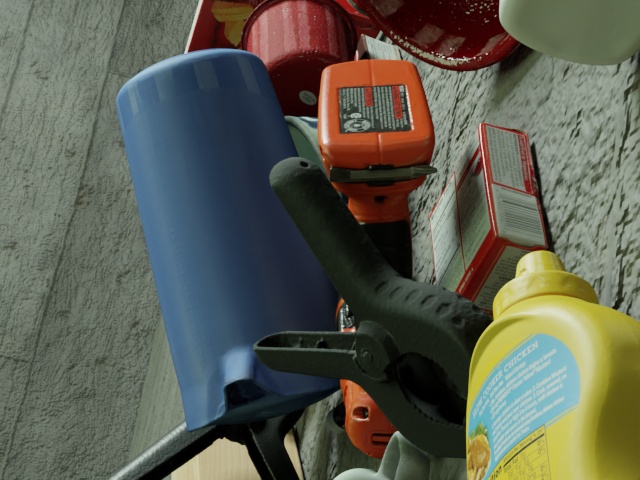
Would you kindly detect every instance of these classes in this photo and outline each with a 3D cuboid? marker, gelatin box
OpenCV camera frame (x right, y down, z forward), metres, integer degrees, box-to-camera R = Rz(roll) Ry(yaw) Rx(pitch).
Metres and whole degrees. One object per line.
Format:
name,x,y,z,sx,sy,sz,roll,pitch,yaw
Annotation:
marker,0.030,0.105,0.698,0.121,0.020,0.020,128,153,-63
gelatin box,0.084,-0.005,0.546,0.089,0.030,0.073,-88,15,-46

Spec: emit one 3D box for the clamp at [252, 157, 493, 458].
clamp,0.030,0.035,0.482,0.172,0.039,0.120,23,131,37

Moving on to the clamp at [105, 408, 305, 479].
clamp,-0.071,0.133,0.781,0.036,0.164,0.210,109,168,-48

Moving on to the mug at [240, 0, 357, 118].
mug,-0.018,-0.121,0.822,0.081,0.093,0.117,-95,21,-48

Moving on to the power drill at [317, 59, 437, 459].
power drill,0.033,-0.001,0.598,0.184,0.057,0.188,-94,-1,-57

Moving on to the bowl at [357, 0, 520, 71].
bowl,0.075,-0.180,0.602,0.055,0.162,0.162,-36,-9,-28

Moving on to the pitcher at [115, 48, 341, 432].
pitcher,-0.055,0.001,0.734,0.149,0.144,0.243,-30,74,58
